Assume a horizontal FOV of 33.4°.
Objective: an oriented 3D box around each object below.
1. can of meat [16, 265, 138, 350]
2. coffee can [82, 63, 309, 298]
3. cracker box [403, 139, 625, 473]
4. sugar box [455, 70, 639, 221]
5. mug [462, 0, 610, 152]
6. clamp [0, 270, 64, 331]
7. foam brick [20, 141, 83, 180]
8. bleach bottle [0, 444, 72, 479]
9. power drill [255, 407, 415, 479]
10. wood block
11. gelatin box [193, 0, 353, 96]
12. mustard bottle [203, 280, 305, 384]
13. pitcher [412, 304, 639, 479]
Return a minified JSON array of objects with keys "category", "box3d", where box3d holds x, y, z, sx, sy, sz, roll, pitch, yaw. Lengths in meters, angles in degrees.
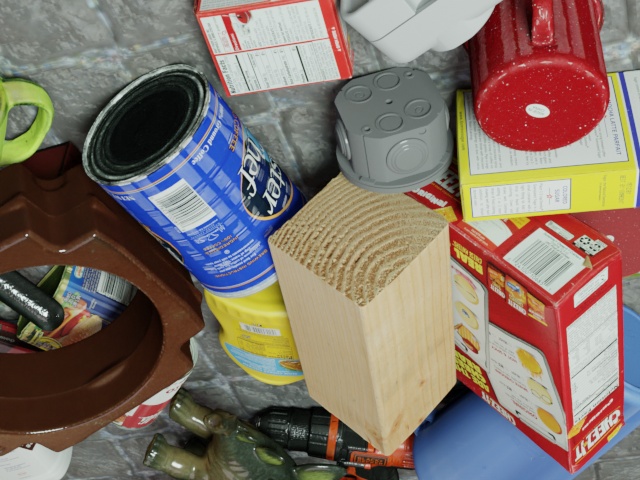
[{"category":"can of meat","box3d":[-0.204,0.064,0.923,0.083,0.057,0.102,28,134,-24]},{"category":"coffee can","box3d":[-0.083,-0.039,0.749,0.103,0.103,0.140,-18,137,24]},{"category":"cracker box","box3d":[0.145,0.051,0.792,0.072,0.164,0.213,-36,139,-16]},{"category":"sugar box","box3d":[0.179,-0.065,0.708,0.176,0.093,0.048,-3,142,8]},{"category":"mug","box3d":[0.133,-0.117,0.655,0.093,0.081,0.117,-1,141,4]},{"category":"clamp","box3d":[-0.314,-0.004,0.844,0.165,0.036,0.210,0,137,39]},{"category":"foam brick","box3d":[-0.195,-0.027,0.811,0.051,0.053,0.078,-14,137,19]},{"category":"bleach bottle","box3d":[-0.344,0.155,1.041,0.103,0.068,0.250,-12,136,11]},{"category":"power drill","box3d":[0.023,0.240,1.126,0.184,0.057,0.188,8,143,3]},{"category":"wood block","box3d":[0.038,0.057,0.785,0.091,0.090,0.206,33,154,30]},{"category":"gelatin box","box3d":[-0.029,-0.133,0.687,0.089,0.030,0.073,-6,142,12]},{"category":"mustard bottle","box3d":[-0.040,0.078,0.914,0.096,0.058,0.191,9,152,7]},{"category":"pitcher","box3d":[0.190,0.151,0.962,0.149,0.145,0.243,9,139,-29]}]
